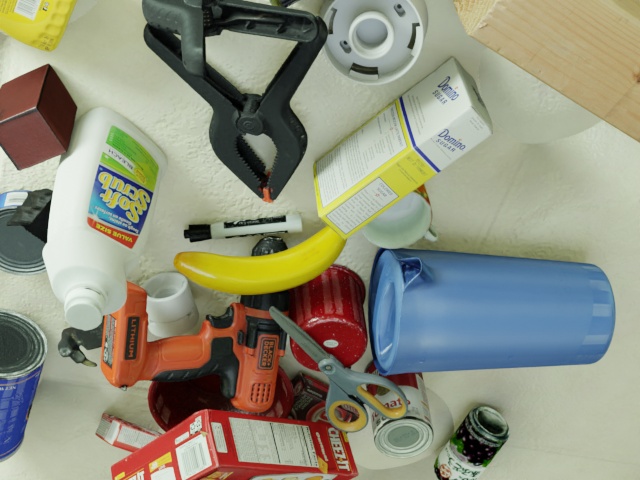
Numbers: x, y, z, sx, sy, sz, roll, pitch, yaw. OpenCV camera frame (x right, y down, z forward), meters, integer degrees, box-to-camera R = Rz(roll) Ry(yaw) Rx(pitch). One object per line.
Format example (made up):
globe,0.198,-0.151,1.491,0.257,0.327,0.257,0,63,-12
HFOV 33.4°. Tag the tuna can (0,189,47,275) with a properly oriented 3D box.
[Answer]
tuna can,-0.295,-0.008,1.061,0.086,0.034,0.086,-3,128,-3

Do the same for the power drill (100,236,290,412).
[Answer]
power drill,-0.120,0.081,1.073,0.187,0.057,0.184,5,94,-25

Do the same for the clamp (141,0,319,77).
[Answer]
clamp,-0.098,-0.179,0.863,0.120,0.172,0.039,-26,131,-40

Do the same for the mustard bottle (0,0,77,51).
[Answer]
mustard bottle,-0.293,-0.232,0.871,0.191,0.058,0.096,20,125,-19

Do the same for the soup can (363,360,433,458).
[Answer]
soup can,0.088,0.186,1.204,0.068,0.102,0.068,-2,128,-3

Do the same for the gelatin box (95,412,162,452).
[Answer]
gelatin box,-0.211,0.226,1.223,0.073,0.089,0.030,24,79,-22

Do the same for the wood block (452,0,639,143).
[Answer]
wood block,0.227,-0.183,0.937,0.205,0.090,0.091,27,120,-23

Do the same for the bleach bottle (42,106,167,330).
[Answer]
bleach bottle,-0.188,-0.013,0.929,0.068,0.251,0.102,-34,124,19

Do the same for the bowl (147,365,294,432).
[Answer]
bowl,-0.111,0.160,1.195,0.162,0.055,0.162,-2,128,-3

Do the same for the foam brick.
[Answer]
foam brick,-0.257,-0.111,0.957,0.053,0.078,0.051,-20,128,13

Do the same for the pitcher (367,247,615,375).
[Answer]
pitcher,0.173,0.080,1.122,0.242,0.149,0.145,2,97,-11

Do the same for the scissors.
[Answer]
scissors,0.002,0.143,1.112,0.201,0.016,0.096,32,123,-21

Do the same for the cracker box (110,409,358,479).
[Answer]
cracker box,-0.092,0.250,1.159,0.164,0.072,0.213,-35,147,32

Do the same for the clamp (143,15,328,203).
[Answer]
clamp,-0.073,-0.121,0.983,0.164,0.036,0.210,7,137,9

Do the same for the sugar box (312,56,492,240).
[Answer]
sugar box,0.074,-0.085,0.997,0.176,0.093,0.048,-33,124,20

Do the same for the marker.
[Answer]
marker,-0.079,-0.012,1.086,0.121,0.020,0.020,-5,128,-1

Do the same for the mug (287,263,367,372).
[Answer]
mug,0.010,0.094,1.137,0.093,0.081,0.117,-15,128,7

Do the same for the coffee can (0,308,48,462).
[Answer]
coffee can,-0.356,0.157,1.141,0.102,0.103,0.140,13,125,-15

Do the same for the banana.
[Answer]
banana,-0.048,0.018,1.055,0.197,0.037,0.069,-19,96,-24

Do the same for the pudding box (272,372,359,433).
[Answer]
pudding box,-0.021,0.215,1.257,0.090,0.039,0.114,30,121,-26
